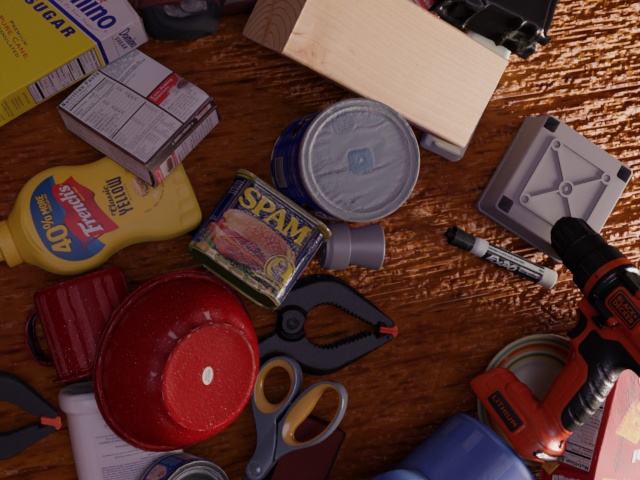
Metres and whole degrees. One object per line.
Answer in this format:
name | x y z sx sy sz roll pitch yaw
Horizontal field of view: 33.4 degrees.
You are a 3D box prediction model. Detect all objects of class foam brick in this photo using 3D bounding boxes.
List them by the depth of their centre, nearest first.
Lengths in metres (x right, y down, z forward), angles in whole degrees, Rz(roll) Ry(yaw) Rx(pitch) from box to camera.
foam brick | -0.018 0.201 0.990 0.051 0.053 0.078 23 86 -13

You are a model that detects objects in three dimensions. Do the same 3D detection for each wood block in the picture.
wood block | 0.049 -0.168 0.934 0.205 0.090 0.091 23 98 -32

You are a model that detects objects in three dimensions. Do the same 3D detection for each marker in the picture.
marker | 0.176 0.016 1.045 0.121 0.020 0.020 24 86 -12

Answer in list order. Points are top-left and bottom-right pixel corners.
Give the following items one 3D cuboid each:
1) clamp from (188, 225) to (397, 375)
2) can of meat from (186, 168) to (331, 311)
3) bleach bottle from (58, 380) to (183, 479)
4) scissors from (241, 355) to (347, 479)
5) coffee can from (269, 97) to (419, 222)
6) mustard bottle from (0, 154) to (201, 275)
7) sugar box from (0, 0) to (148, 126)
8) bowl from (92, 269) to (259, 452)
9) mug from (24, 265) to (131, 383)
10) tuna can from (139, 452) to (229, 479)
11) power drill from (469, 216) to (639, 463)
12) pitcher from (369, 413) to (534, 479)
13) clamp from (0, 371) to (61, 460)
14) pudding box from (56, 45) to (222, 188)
clamp | -0.035 0.085 0.991 0.210 0.036 0.164 12 90 -10
can of meat | -0.056 0.001 0.945 0.102 0.057 0.084 35 74 -3
bleach bottle | -0.166 0.249 0.954 0.102 0.068 0.251 -8 95 -16
scissors | -0.063 0.185 0.960 0.202 0.016 0.096 -42 72 9
coffee can | 0.018 -0.068 0.944 0.102 0.140 0.103 0 92 -13
mustard bottle | -0.208 -0.023 0.937 0.191 0.058 0.096 -22 87 -10
sugar box | -0.248 -0.169 0.915 0.176 0.048 0.093 -35 72 -8
bowl | -0.107 0.108 0.898 0.161 0.055 0.162 -9 104 -37
mug | -0.210 0.074 0.933 0.117 0.093 0.081 -17 91 25
tuna can | -0.117 0.228 0.920 0.085 0.034 0.086 -1 92 -41
power drill | 0.223 0.094 0.967 0.057 0.184 0.188 16 121 -45
pitcher | 0.078 0.270 0.973 0.242 0.149 0.145 -43 86 -12
clamp | -0.314 0.141 0.930 0.171 0.039 0.120 -3 97 -16
pudding box | -0.157 -0.111 0.924 0.114 0.039 0.090 33 71 23
